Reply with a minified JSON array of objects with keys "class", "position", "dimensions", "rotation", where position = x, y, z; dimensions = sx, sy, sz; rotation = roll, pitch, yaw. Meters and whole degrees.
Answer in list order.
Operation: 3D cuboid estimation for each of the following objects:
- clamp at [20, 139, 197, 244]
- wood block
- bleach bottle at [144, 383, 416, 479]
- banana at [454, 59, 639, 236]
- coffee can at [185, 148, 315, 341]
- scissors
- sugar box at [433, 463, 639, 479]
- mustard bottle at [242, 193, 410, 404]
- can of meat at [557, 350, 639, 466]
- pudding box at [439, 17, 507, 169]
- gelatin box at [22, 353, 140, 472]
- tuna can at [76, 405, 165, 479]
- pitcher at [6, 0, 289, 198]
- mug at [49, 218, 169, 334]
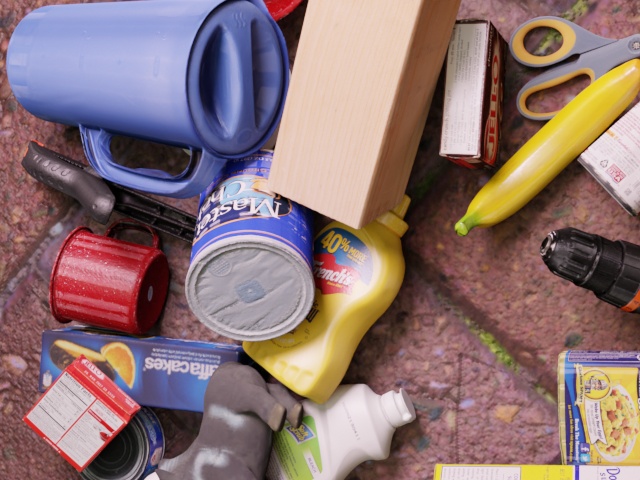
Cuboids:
[{"class":"clamp","position":[-0.196,-0.043,0.981],"dimensions":[0.210,0.164,0.036],"rotation":[27,94,39]},{"class":"wood block","position":[0.036,-0.127,0.840],"dimensions":[0.091,0.090,0.206],"rotation":[25,118,21]},{"class":"bleach bottle","position":[-0.030,0.203,0.943],"dimensions":[0.251,0.068,0.102],"rotation":[-27,82,13]},{"class":"banana","position":[0.190,-0.072,0.875],"dimensions":[0.037,0.069,0.198],"rotation":[44,101,-5]},{"class":"coffee can","position":[-0.056,0.001,0.896],"dimensions":[0.103,0.140,0.103],"rotation":[0,125,0]},{"class":"scissors","position":[0.246,-0.173,0.886],"dimensions":[0.202,0.016,0.096],"rotation":[-32,80,14]},{"class":"sugar box","position":[0.184,0.221,0.858],"dimensions":[0.176,0.093,0.048],"rotation":[-2,47,19]},{"class":"mustard bottle","position":[0.018,0.039,0.921],"dimensions":[0.096,0.058,0.191],"rotation":[33,88,44]},{"class":"can of meat","position":[0.238,0.138,0.862],"dimensions":[0.084,0.057,0.102],"rotation":[-2,89,19]},{"class":"pudding box","position":[0.128,-0.119,0.883],"dimensions":[0.039,0.090,0.113],"rotation":[2,89,18]},{"class":"gelatin box","position":[-0.215,0.155,0.960],"dimensions":[0.073,0.030,0.089],"rotation":[43,120,-2]},{"class":"tuna can","position":[-0.192,0.192,1.008],"dimensions":[0.086,0.033,0.086],"rotation":[0,89,17]},{"class":"pitcher","position":[-0.160,-0.138,0.932],"dimensions":[0.243,0.149,0.145],"rotation":[10,130,35]},{"class":"mug","position":[-0.188,0.031,0.989],"dimensions":[0.081,0.093,0.117],"rotation":[12,56,12]}]
